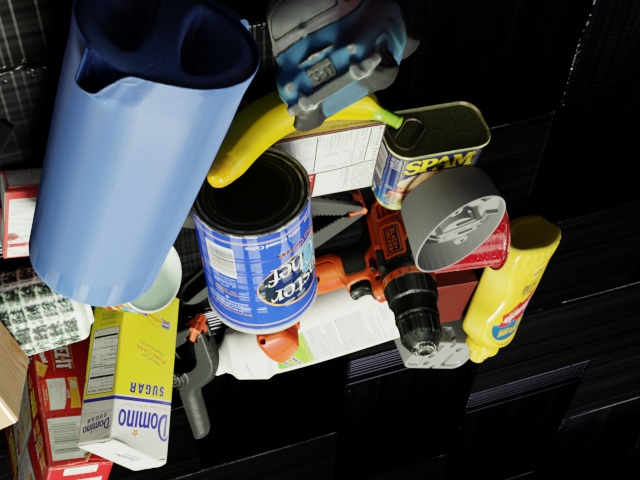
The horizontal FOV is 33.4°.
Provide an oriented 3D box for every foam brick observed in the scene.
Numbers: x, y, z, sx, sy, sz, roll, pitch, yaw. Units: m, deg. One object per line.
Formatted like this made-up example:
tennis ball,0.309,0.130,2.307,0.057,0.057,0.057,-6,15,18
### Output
foam brick,0.138,0.053,1.224,0.053,0.051,0.078,-8,144,-19

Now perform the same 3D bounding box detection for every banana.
banana,-0.023,-0.099,0.888,0.197,0.070,0.037,-23,142,-30

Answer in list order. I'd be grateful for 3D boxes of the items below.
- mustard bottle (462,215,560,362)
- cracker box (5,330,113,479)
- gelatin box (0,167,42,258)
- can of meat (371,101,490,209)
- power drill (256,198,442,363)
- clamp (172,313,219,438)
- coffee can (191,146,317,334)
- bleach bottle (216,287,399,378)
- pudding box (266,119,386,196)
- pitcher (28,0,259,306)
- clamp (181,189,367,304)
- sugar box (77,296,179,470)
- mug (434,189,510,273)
mustard bottle,0.210,0.066,1.232,0.096,0.058,0.192,-27,144,-46
cracker box,-0.275,0.213,1.114,0.072,0.164,0.214,-2,141,-24
gelatin box,-0.238,-0.025,0.921,0.073,0.030,0.089,-7,143,-23
can of meat,0.100,-0.079,1.014,0.102,0.057,0.084,-11,148,-15
power drill,0.026,0.056,1.063,0.188,0.184,0.057,-22,141,17
clamp,-0.151,0.152,1.177,0.120,0.039,0.172,27,129,-14
coffee can,-0.056,0.001,0.936,0.102,0.103,0.140,-16,142,-10
bleach bottle,-0.013,0.093,1.185,0.251,0.068,0.102,-19,133,3
pudding box,-0.002,-0.081,0.969,0.113,0.039,0.090,-12,145,-17
pitcher,-0.139,-0.070,0.813,0.149,0.145,0.243,6,133,-25
clamp,-0.059,-0.005,1.045,0.210,0.036,0.164,-12,146,-9
sugar box,-0.181,0.123,1.028,0.048,0.176,0.093,-14,150,22
mug,0.138,-0.010,1.117,0.081,0.093,0.117,-7,180,-13
